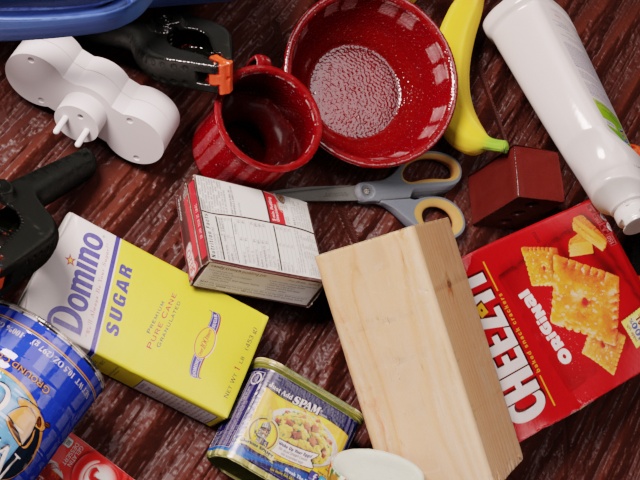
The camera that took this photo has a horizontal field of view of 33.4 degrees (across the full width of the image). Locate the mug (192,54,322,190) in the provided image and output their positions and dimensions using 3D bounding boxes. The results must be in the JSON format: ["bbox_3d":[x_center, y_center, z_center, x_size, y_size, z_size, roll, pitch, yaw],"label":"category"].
[{"bbox_3d":[-0.057,-0.097,0.889,0.093,0.082,0.117,7,70,-24],"label":"mug"}]

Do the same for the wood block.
[{"bbox_3d":[0.080,0.095,0.850,0.090,0.090,0.206,-12,85,-64],"label":"wood block"}]

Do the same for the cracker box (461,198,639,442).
[{"bbox_3d":[0.195,0.072,0.957,0.213,0.072,0.164,-22,82,-29],"label":"cracker box"}]

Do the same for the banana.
[{"bbox_3d":[0.136,-0.155,1.014,0.037,0.070,0.198,39,40,-55],"label":"banana"}]

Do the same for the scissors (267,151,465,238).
[{"bbox_3d":[0.053,-0.026,0.955,0.201,0.016,0.096,-20,82,-30],"label":"scissors"}]

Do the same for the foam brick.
[{"bbox_3d":[0.180,-0.048,0.988,0.052,0.078,0.051,6,68,-24],"label":"foam brick"}]

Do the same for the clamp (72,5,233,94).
[{"bbox_3d":[-0.135,-0.163,0.860,0.120,0.039,0.172,-26,44,-20],"label":"clamp"}]

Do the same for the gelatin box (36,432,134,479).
[{"bbox_3d":[-0.180,0.191,0.758,0.073,0.030,0.089,40,61,-9],"label":"gelatin box"}]

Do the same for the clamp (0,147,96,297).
[{"bbox_3d":[-0.242,-0.029,0.747,0.164,0.036,0.210,13,28,-16],"label":"clamp"}]

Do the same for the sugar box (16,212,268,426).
[{"bbox_3d":[-0.137,0.061,0.816,0.176,0.048,0.093,29,61,-15],"label":"sugar box"}]

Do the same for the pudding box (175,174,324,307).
[{"bbox_3d":[-0.056,0.001,0.856,0.113,0.039,0.090,11,47,-30],"label":"pudding box"}]

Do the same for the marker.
[{"bbox_3d":[0.046,-0.170,1.000,0.121,0.020,0.020,39,60,-9],"label":"marker"}]

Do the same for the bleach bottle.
[{"bbox_3d":[0.240,-0.117,0.998,0.102,0.068,0.251,18,44,-45],"label":"bleach bottle"}]

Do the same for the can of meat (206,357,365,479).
[{"bbox_3d":[-0.028,0.154,0.830,0.102,0.058,0.084,33,63,-13],"label":"can of meat"}]

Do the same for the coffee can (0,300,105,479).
[{"bbox_3d":[-0.227,0.125,0.716,0.102,0.103,0.140,39,60,-9],"label":"coffee can"}]

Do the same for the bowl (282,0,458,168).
[{"bbox_3d":[0.039,-0.139,0.954,0.162,0.055,0.162,2,83,-16],"label":"bowl"}]
